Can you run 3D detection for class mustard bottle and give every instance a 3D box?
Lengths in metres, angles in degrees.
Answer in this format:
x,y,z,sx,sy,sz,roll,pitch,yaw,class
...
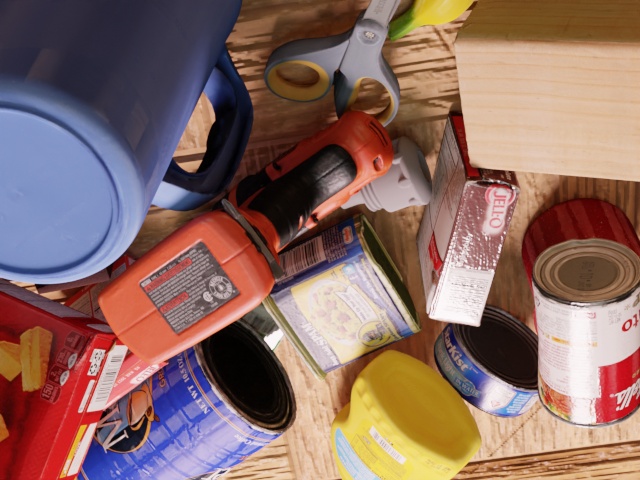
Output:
x,y,z,sx,sy,sz,roll,pitch,yaw,class
0.053,0.159,0.814,0.096,0.058,0.192,42,151,12,mustard bottle

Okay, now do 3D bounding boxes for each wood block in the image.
x,y,z,sx,sy,sz,roll,pitch,yaw,class
0.190,-0.093,0.600,0.206,0.090,0.090,7,131,26,wood block

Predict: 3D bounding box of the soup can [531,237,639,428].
x,y,z,sx,sy,sz,roll,pitch,yaw,class
0.168,0.057,0.668,0.068,0.068,0.102,-9,124,4,soup can

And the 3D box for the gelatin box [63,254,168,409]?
x,y,z,sx,sy,sz,roll,pitch,yaw,class
-0.146,0.066,0.748,0.073,0.089,0.030,-37,137,21,gelatin box

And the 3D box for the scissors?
x,y,z,sx,sy,sz,roll,pitch,yaw,class
0.010,-0.122,0.614,0.096,0.016,0.202,11,156,7,scissors

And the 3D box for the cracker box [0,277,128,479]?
x,y,z,sx,sy,sz,roll,pitch,yaw,class
-0.252,0.096,0.688,0.214,0.072,0.164,21,88,11,cracker box

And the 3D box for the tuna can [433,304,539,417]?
x,y,z,sx,sy,sz,roll,pitch,yaw,class
0.126,0.087,0.778,0.086,0.086,0.034,21,123,-16,tuna can

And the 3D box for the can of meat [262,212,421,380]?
x,y,z,sx,sy,sz,roll,pitch,yaw,class
0.014,0.039,0.758,0.084,0.057,0.102,-26,123,12,can of meat

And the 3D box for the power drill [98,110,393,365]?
x,y,z,sx,sy,sz,roll,pitch,yaw,class
-0.054,0.001,0.648,0.185,0.187,0.057,-35,97,31,power drill

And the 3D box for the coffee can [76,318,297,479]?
x,y,z,sx,sy,sz,roll,pitch,yaw,class
-0.102,0.130,0.769,0.140,0.103,0.102,-38,118,20,coffee can

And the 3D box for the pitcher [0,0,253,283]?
x,y,z,sx,sy,sz,roll,pitch,yaw,class
-0.113,-0.084,0.552,0.149,0.242,0.145,8,127,-1,pitcher

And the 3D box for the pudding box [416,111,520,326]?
x,y,z,sx,sy,sz,roll,pitch,yaw,class
0.095,-0.015,0.703,0.039,0.090,0.114,8,125,-6,pudding box

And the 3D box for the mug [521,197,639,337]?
x,y,z,sx,sy,sz,roll,pitch,yaw,class
0.194,0.031,0.743,0.093,0.081,0.117,-37,118,21,mug
